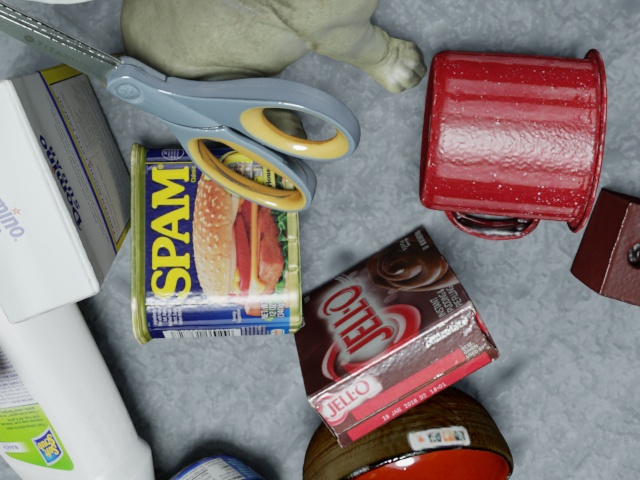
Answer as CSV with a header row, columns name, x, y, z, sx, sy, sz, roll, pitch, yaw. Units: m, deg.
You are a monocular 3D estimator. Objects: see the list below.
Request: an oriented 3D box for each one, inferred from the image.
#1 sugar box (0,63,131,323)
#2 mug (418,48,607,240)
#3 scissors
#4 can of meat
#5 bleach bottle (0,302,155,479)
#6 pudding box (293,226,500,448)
name,x,y,z,sx,sy,sz,roll,pitch,yaw
sugar box,-0.127,-0.031,0.496,0.048,0.176,0.093,-20,102,3
mug,0.094,-0.045,0.551,0.081,0.093,0.117,5,138,2
scissors,-0.064,-0.071,0.459,0.096,0.016,0.201,-19,138,40
can of meat,-0.054,0.001,0.553,0.084,0.057,0.102,-2,75,-4
bleach bottle,-0.160,0.070,0.569,0.103,0.068,0.251,-9,113,40
pudding box,0.033,0.046,0.547,0.090,0.113,0.039,-30,108,4
